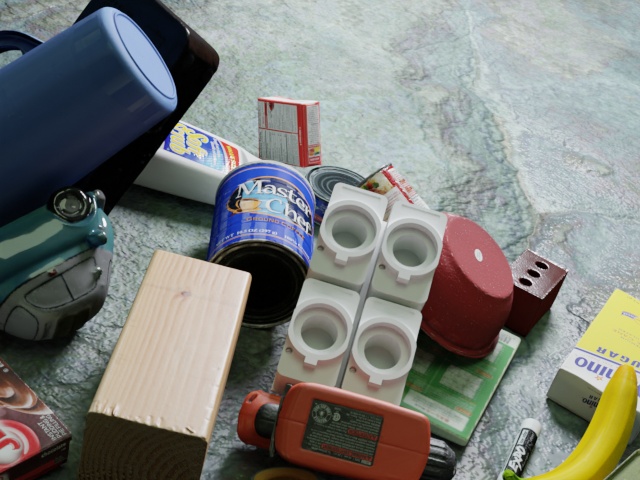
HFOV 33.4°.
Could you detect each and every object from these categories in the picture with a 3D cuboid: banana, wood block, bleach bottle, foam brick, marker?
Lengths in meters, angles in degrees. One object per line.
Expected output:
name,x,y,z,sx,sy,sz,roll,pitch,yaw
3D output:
banana,0.232,0.183,0.931,0.037,0.069,0.197,2,25,46
wood block,-0.121,0.109,0.863,0.091,0.090,0.206,15,34,-2
bleach bottle,-0.137,-0.086,1.160,0.250,0.068,0.102,17,35,-4
foam brick,0.216,0.054,1.123,0.053,0.051,0.078,30,36,19
marker,0.169,0.196,0.928,0.020,0.020,0.121,26,35,13

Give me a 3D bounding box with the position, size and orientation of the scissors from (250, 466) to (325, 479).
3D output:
scissors,0.027,0.195,0.811,0.201,0.016,0.096,-2,13,-1

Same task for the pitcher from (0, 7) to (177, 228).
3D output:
pitcher,-0.259,-0.110,0.956,0.149,0.243,0.145,53,13,-29

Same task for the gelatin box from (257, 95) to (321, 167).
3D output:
gelatin box,-0.036,-0.125,1.222,0.030,0.073,0.089,-13,18,-36

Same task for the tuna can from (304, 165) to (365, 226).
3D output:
tuna can,0.019,-0.048,1.197,0.086,0.034,0.086,12,34,-8

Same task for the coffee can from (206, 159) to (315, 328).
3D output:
coffee can,-0.057,0.001,1.032,0.102,0.103,0.140,12,34,-8

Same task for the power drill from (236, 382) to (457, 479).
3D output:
power drill,0.029,0.153,0.805,0.184,0.188,0.057,13,77,-3

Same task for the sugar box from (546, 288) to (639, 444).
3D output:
sugar box,0.303,0.122,1.070,0.093,0.048,0.175,30,35,17

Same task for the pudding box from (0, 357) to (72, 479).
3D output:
pudding box,-0.257,0.140,0.802,0.114,0.039,0.089,37,39,27

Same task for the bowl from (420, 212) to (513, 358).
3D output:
bowl,0.135,0.030,1.029,0.162,0.055,0.162,30,39,-28

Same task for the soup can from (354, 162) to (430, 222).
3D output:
soup can,0.080,-0.023,1.129,0.102,0.069,0.068,51,41,6
